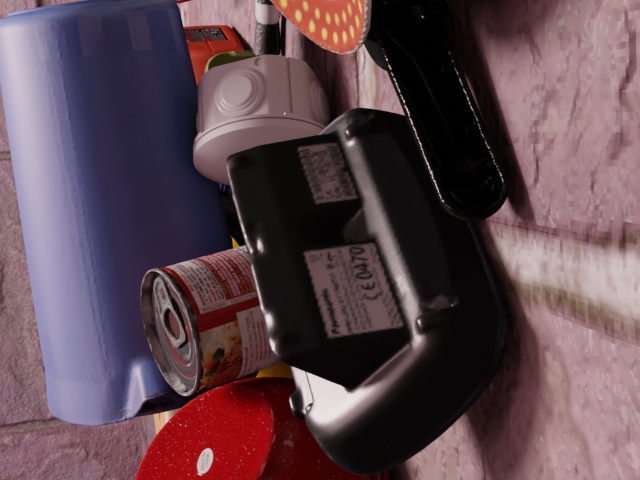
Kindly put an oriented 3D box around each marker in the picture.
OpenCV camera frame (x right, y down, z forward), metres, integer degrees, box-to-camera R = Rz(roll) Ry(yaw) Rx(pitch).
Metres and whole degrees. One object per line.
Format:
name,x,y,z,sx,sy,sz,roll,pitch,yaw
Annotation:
marker,-0.033,-0.173,0.691,0.020,0.020,0.121,-115,24,-55

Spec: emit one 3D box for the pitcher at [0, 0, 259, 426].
pitcher,-0.122,-0.022,0.654,0.149,0.144,0.243,0,105,35

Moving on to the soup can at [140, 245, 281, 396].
soup can,-0.036,0.035,0.572,0.069,0.102,0.068,35,133,49

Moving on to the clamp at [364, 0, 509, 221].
clamp,0.029,-0.099,0.397,0.171,0.039,0.120,-112,12,-49

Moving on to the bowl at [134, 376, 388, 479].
bowl,-0.046,0.128,0.558,0.055,0.162,0.162,48,-170,-34
